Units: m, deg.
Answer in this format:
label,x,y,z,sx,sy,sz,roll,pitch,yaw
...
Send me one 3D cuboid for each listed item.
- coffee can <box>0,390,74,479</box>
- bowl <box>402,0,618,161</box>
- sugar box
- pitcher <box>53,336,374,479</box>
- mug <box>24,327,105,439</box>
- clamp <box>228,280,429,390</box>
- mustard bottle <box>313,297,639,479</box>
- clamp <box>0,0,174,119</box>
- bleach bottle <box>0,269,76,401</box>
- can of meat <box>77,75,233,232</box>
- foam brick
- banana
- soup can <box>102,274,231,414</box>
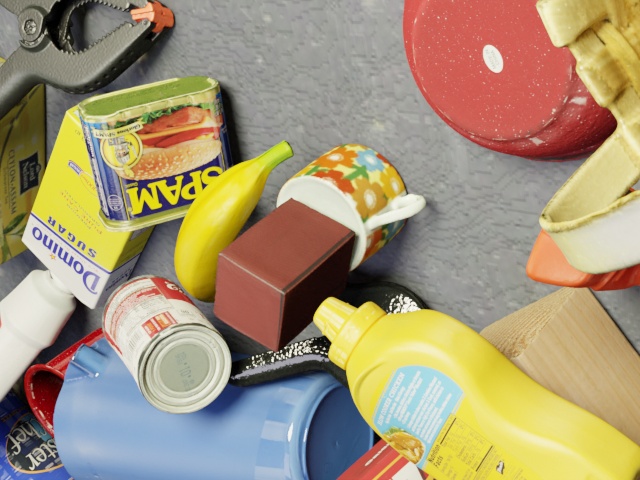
label,x,y,z,sx,sy,sz,roll,pitch,yaw
coffee can,-0.321,0.233,1.110,0.140,0.102,0.103,46,137,6
bowl,0.101,-0.106,0.567,0.162,0.055,0.162,21,129,28
sugar box,-0.182,-0.026,0.864,0.093,0.048,0.176,44,135,8
pitcher,-0.078,0.154,0.846,0.243,0.149,0.145,1,89,36
mug,-0.200,0.141,0.962,0.093,0.081,0.117,-3,115,41
clamp,0.011,0.069,0.734,0.172,0.039,0.120,24,93,26
mustard bottle,0.075,0.093,0.585,0.192,0.058,0.096,36,140,17
clamp,-0.205,-0.161,0.775,0.210,0.036,0.164,-10,89,24
bleach bottle,-0.301,0.107,0.982,0.068,0.102,0.251,37,107,-23
can of meat,-0.112,-0.063,0.742,0.057,0.102,0.084,-138,36,-60
foam brick,-0.023,0.021,0.660,0.051,0.078,0.053,28,133,22
banana,-0.070,0.003,0.749,0.037,0.069,0.198,66,152,22
soup can,-0.110,0.072,0.757,0.102,0.068,0.068,36,144,60
